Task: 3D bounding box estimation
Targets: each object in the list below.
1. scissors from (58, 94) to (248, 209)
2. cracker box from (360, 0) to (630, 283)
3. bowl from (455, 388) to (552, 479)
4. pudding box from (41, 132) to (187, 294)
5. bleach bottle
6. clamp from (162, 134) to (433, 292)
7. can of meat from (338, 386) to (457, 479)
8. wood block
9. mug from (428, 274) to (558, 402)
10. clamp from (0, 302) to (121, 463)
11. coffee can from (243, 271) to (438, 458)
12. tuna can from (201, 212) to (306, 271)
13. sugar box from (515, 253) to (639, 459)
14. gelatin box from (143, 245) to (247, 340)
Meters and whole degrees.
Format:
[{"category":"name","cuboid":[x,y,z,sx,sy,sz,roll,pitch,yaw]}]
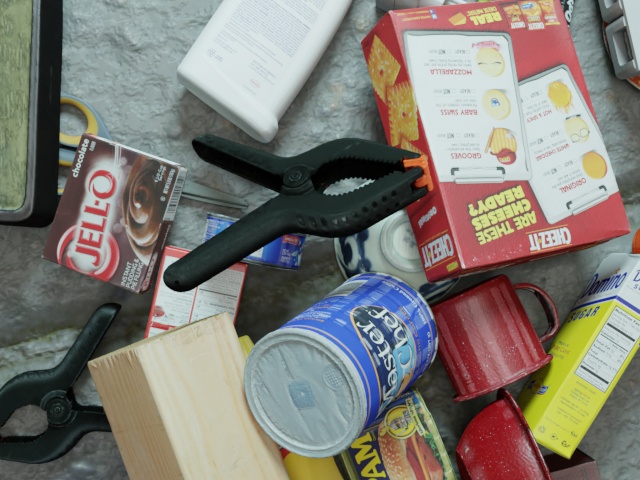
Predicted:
[{"category":"scissors","cuboid":[-0.162,-0.076,0.920,0.201,0.016,0.096,1,91,-3]},{"category":"cracker box","cuboid":[0.141,-0.086,0.874,0.164,0.072,0.214,-11,81,-22]},{"category":"bowl","cuboid":[0.150,0.204,0.863,0.055,0.162,0.162,-19,91,-2]},{"category":"pudding box","cuboid":[-0.169,-0.022,0.886,0.090,0.039,0.113,19,91,8]},{"category":"bleach bottle","cuboid":[-0.012,-0.212,0.906,0.102,0.068,0.251,36,85,-5]},{"category":"clamp","cuboid":[-0.021,-0.029,0.820,0.210,0.036,0.164,-3,48,18]},{"category":"can of meat","cuboid":[0.061,0.185,0.911,0.084,0.057,0.102,-22,91,-6]},{"category":"wood block","cuboid":[-0.093,0.171,0.838,0.090,0.091,0.206,-20,91,-40]},{"category":"mug","cuboid":[0.147,0.075,0.902,0.117,0.093,0.081,-24,86,-13]},{"category":"clamp","cuboid":[-0.210,0.145,0.906,0.171,0.039,0.120,-35,87,4]},{"category":"coffee can","cuboid":[0.019,0.094,0.843,0.103,0.140,0.103,10,112,27]},{"category":"tuna can","cuboid":[-0.056,0.001,0.890,0.086,0.086,0.034,12,90,-3]},{"category":"sugar box","cuboid":[0.226,0.094,0.902,0.048,0.093,0.176,30,87,-3]},{"category":"gelatin box","cuboid":[-0.107,0.055,0.916,0.073,0.030,0.089,12,90,-4]}]
